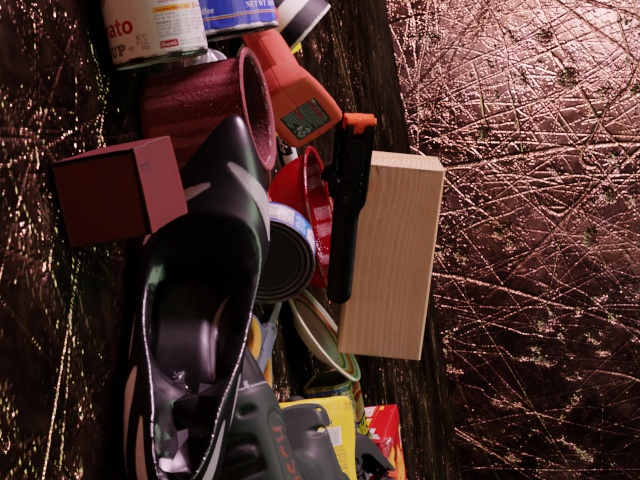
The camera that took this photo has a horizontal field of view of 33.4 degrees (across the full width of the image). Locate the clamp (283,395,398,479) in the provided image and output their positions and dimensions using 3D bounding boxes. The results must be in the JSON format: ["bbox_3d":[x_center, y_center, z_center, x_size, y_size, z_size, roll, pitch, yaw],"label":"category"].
[{"bbox_3d":[0.019,0.237,1.077,0.171,0.039,0.120,32,53,-39],"label":"clamp"}]

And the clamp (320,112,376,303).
[{"bbox_3d":[0.025,-0.044,1.032,0.210,0.036,0.164,105,-16,-64],"label":"clamp"}]

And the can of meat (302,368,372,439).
[{"bbox_3d":[0.018,0.192,1.187,0.102,0.057,0.084,-30,108,-79],"label":"can of meat"}]

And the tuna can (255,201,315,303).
[{"bbox_3d":[-0.047,0.010,0.906,0.033,0.086,0.086,-86,163,-57],"label":"tuna can"}]

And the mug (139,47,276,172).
[{"bbox_3d":[-0.082,-0.079,0.798,0.093,0.081,0.117,14,67,-79],"label":"mug"}]

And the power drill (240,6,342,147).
[{"bbox_3d":[-0.059,-0.185,0.939,0.188,0.057,0.184,63,11,25],"label":"power drill"}]

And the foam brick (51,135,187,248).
[{"bbox_3d":[-0.119,-0.031,0.644,0.078,0.051,0.053,-49,129,-77],"label":"foam brick"}]

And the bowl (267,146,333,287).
[{"bbox_3d":[-0.021,-0.018,1.150,0.162,0.055,0.162,-9,90,-80],"label":"bowl"}]

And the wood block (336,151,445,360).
[{"bbox_3d":[0.073,0.014,1.149,0.090,0.091,0.206,-87,-178,-76],"label":"wood block"}]

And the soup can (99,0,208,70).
[{"bbox_3d":[-0.118,-0.172,0.726,0.068,0.068,0.102,-49,130,-76],"label":"soup can"}]
